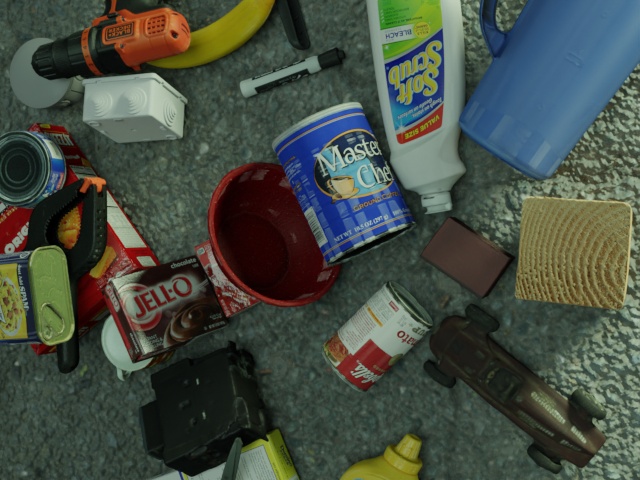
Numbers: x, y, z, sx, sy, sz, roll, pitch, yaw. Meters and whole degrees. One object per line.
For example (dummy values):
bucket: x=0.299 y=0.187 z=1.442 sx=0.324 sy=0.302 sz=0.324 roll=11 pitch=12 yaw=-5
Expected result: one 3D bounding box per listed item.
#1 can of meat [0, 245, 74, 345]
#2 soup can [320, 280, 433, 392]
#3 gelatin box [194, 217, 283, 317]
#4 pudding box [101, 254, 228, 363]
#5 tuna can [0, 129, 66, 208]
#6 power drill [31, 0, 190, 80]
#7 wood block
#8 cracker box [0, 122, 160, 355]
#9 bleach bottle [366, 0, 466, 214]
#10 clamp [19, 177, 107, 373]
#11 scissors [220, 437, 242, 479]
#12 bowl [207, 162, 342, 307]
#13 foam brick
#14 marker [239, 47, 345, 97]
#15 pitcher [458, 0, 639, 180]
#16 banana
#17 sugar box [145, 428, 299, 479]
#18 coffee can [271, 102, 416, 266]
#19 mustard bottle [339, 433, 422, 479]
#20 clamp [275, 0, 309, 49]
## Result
can of meat: x=-0.313 y=0.060 z=1.122 sx=0.084 sy=0.057 sz=0.102 roll=-6 pitch=93 yaw=25
soup can: x=0.059 y=0.099 z=1.112 sx=0.102 sy=0.068 sz=0.068 roll=-45 pitch=78 yaw=12
gelatin box: x=-0.088 y=0.030 z=1.176 sx=0.073 sy=0.030 sz=0.089 roll=-28 pitch=83 yaw=16
pudding box: x=-0.169 y=0.074 z=1.159 sx=0.039 sy=0.113 sz=0.090 roll=-38 pitch=74 yaw=49
tuna can: x=-0.326 y=-0.078 z=1.174 sx=0.086 sy=0.033 sz=0.086 roll=0 pitch=89 yaw=17
power drill: x=-0.228 y=-0.267 z=1.172 sx=0.185 sy=0.057 sz=0.187 roll=-8 pitch=67 yaw=16
wood block: x=0.238 y=0.009 z=0.983 sx=0.091 sy=0.206 sz=0.090 roll=5 pitch=92 yaw=17
cracker box: x=-0.310 y=-0.002 z=1.224 sx=0.164 sy=0.072 sz=0.214 roll=-39 pitch=79 yaw=13
bleach bottle: x=0.111 y=-0.154 z=1.097 sx=0.103 sy=0.068 sz=0.251 roll=-9 pitch=90 yaw=17
clamp: x=-0.283 y=0.029 z=1.157 sx=0.165 sy=0.036 sz=0.210 roll=41 pitch=105 yaw=13
scissors: x=-0.092 y=0.303 z=1.139 sx=0.096 sy=0.016 sz=0.202 roll=29 pitch=113 yaw=-6
bowl: x=-0.057 y=0.001 z=1.125 sx=0.055 sy=0.161 sz=0.162 roll=-34 pitch=79 yaw=51
foam brick: x=0.151 y=0.017 z=1.091 sx=0.078 sy=0.053 sz=0.051 roll=35 pitch=100 yaw=13
marker: x=-0.030 y=-0.183 z=1.162 sx=0.121 sy=0.020 sz=0.020 roll=-17 pitch=86 yaw=17
pitcher: x=0.231 y=-0.189 z=1.025 sx=0.149 sy=0.144 sz=0.243 roll=44 pitch=107 yaw=40
banana: x=-0.134 y=-0.228 z=1.174 sx=0.198 sy=0.037 sz=0.069 roll=-7 pitch=117 yaw=21
sugar box: x=-0.111 y=0.282 z=1.180 sx=0.176 sy=0.048 sz=0.093 roll=-23 pitch=86 yaw=19
coffee can: x=0.024 y=-0.057 z=1.103 sx=0.103 sy=0.102 sz=0.140 roll=-27 pitch=83 yaw=16
mustard bottle: x=0.055 y=0.288 z=1.121 sx=0.096 sy=0.058 sz=0.192 roll=29 pitch=99 yaw=16
clamp: x=-0.044 y=-0.291 z=1.154 sx=0.172 sy=0.039 sz=0.120 roll=39 pitch=111 yaw=21
